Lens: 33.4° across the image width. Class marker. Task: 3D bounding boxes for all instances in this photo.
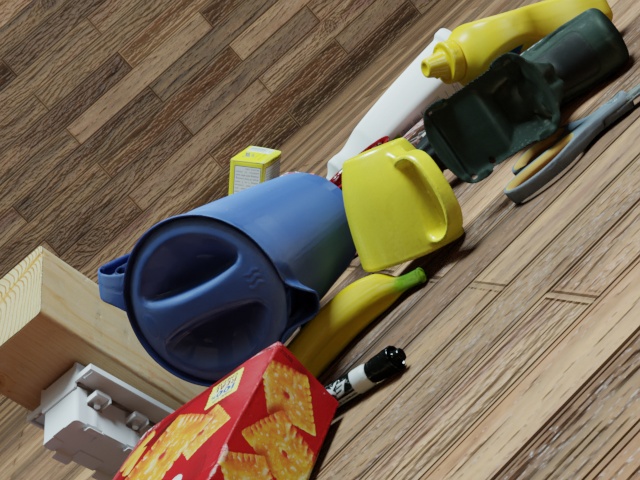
[{"bbox_3d":[0.012,0.105,0.733,0.121,0.020,0.020,-37,10,30],"label":"marker"}]

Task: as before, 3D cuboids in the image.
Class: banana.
[{"bbox_3d":[-0.002,0.085,0.827,0.197,0.037,0.070,-45,8,-20],"label":"banana"}]

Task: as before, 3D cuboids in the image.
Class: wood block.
[{"bbox_3d":[-0.195,0.110,0.932,0.091,0.205,0.090,-38,36,17],"label":"wood block"}]

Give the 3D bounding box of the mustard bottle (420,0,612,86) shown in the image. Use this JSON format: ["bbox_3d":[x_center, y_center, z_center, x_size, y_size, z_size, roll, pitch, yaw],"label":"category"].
[{"bbox_3d":[0.182,-0.190,1.034,0.191,0.058,0.096,-18,-10,-21],"label":"mustard bottle"}]

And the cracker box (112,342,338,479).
[{"bbox_3d":[-0.090,0.177,0.666,0.164,0.072,0.213,-37,11,30],"label":"cracker box"}]

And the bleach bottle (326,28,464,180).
[{"bbox_3d":[0.091,-0.141,1.324,0.251,0.068,0.102,-43,-33,-1],"label":"bleach bottle"}]

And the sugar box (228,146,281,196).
[{"bbox_3d":[-0.080,-0.015,1.244,0.093,0.048,0.176,-51,-31,-72],"label":"sugar box"}]

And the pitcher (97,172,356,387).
[{"bbox_3d":[-0.060,0.016,0.888,0.145,0.149,0.242,-46,-3,23],"label":"pitcher"}]

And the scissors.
[{"bbox_3d":[0.221,-0.101,0.831,0.202,0.016,0.096,-41,9,4],"label":"scissors"}]
